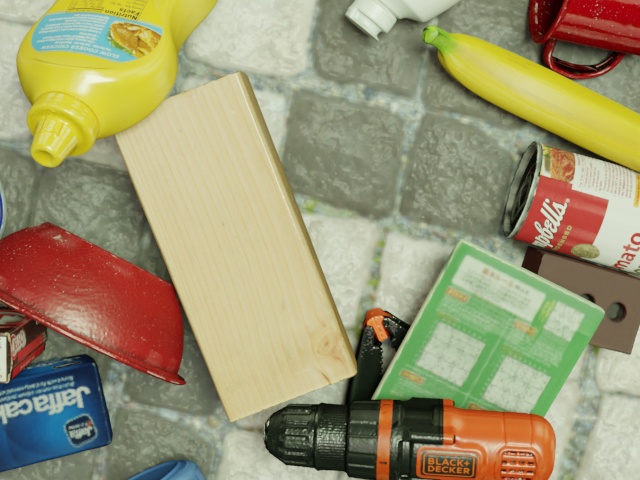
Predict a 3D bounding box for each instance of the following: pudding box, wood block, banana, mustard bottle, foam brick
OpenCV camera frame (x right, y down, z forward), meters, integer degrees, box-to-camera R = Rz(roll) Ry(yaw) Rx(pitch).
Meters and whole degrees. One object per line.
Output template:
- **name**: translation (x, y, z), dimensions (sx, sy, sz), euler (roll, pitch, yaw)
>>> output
- **pudding box**: translation (-0.250, 0.067, 0.718), dimensions (0.113, 0.090, 0.039), euler (0, 96, 0)
- **wood block**: translation (-0.054, 0.001, 0.712), dimensions (0.091, 0.090, 0.206), euler (-21, 96, 2)
- **banana**: translation (0.156, -0.089, 0.710), dimensions (0.198, 0.069, 0.037), euler (26, 111, 5)
- **mustard bottle**: translation (-0.131, -0.119, 0.657), dimensions (0.096, 0.058, 0.191), euler (10, 51, 11)
- **foam brick**: translation (0.177, 0.040, 0.735), dimensions (0.078, 0.051, 0.053), euler (15, 95, -2)

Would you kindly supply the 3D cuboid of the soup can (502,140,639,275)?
- **soup can**: translation (0.183, -0.021, 0.720), dimensions (0.102, 0.068, 0.068), euler (16, 96, -2)

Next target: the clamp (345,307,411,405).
- **clamp**: translation (0.068, 0.151, 0.754), dimensions (0.164, 0.036, 0.210), euler (-29, 97, 4)

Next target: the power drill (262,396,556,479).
- **power drill**: translation (0.055, 0.190, 0.699), dimensions (0.184, 0.057, 0.188), euler (3, 113, 7)

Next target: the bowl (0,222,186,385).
- **bowl**: translation (-0.147, 0.033, 0.685), dimensions (0.162, 0.162, 0.055), euler (27, 84, -3)
